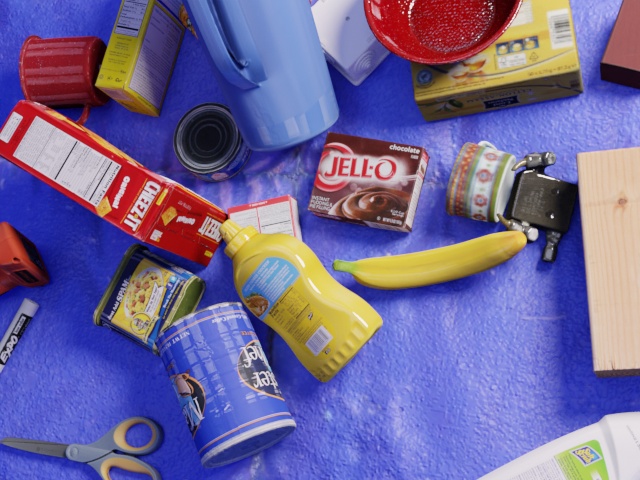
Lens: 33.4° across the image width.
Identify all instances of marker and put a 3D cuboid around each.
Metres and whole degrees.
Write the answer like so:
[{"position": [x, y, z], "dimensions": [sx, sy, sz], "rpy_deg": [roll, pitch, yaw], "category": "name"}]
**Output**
[{"position": [-0.362, 0.123, 1.228], "dimensions": [0.020, 0.020, 0.121], "rpy_deg": [28, 88, 20], "category": "marker"}]

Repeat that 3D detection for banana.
[{"position": [0.115, 0.024, 1.076], "dimensions": [0.198, 0.069, 0.037], "rpy_deg": [-11, 79, 20], "category": "banana"}]

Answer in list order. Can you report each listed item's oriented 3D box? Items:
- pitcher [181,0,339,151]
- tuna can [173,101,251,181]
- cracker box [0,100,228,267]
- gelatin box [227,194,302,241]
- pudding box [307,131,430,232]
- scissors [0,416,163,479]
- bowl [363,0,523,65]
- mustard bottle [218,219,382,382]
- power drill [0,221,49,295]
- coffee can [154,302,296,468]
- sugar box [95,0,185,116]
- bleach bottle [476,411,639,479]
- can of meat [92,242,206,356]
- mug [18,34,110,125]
[{"position": [-0.070, -0.215, 1.095], "dimensions": [0.149, 0.145, 0.243], "rpy_deg": [-28, 112, -19], "category": "pitcher"}, {"position": [-0.121, -0.111, 1.198], "dimensions": [0.086, 0.033, 0.086], "rpy_deg": [-4, 77, 16], "category": "tuna can"}, {"position": [-0.219, -0.061, 1.148], "dimensions": [0.214, 0.164, 0.072], "rpy_deg": [29, 90, 20], "category": "cracker box"}, {"position": [-0.058, 0.002, 1.157], "dimensions": [0.073, 0.030, 0.089], "rpy_deg": [-12, 77, 13], "category": "gelatin box"}, {"position": [0.051, -0.061, 1.133], "dimensions": [0.114, 0.039, 0.090], "rpy_deg": [11, 81, 18], "category": "pudding box"}, {"position": [-0.256, 0.218, 1.178], "dimensions": [0.202, 0.016, 0.096], "rpy_deg": [21, 83, 20], "category": "scissors"}, {"position": [0.127, -0.240, 1.069], "dimensions": [0.162, 0.055, 0.162], "rpy_deg": [-5, 73, 16], "category": "bowl"}, {"position": [-0.033, 0.050, 1.095], "dimensions": [0.191, 0.058, 0.096], "rpy_deg": [44, 126, 7], "category": "mustard bottle"}, {"position": [-0.410, 0.050, 1.182], "dimensions": [0.187, 0.184, 0.057], "rpy_deg": [-26, 72, 0], "category": "power drill"}, {"position": [-0.099, 0.149, 1.099], "dimensions": [0.103, 0.102, 0.140], "rpy_deg": [-28, 72, 9], "category": "coffee can"}, {"position": [-0.195, -0.240, 1.217], "dimensions": [0.048, 0.093, 0.176], "rpy_deg": [11, 81, 18], "category": "sugar box"}, {"position": [0.233, 0.240, 1.003], "dimensions": [0.251, 0.068, 0.102], "rpy_deg": [-28, 72, 7], "category": "bleach bottle"}, {"position": [-0.186, 0.067, 1.168], "dimensions": [0.084, 0.057, 0.102], "rpy_deg": [26, 87, 18], "category": "can of meat"}, {"position": [-0.292, -0.183, 1.236], "dimensions": [0.081, 0.093, 0.117], "rpy_deg": [-2, 77, 11], "category": "mug"}]
